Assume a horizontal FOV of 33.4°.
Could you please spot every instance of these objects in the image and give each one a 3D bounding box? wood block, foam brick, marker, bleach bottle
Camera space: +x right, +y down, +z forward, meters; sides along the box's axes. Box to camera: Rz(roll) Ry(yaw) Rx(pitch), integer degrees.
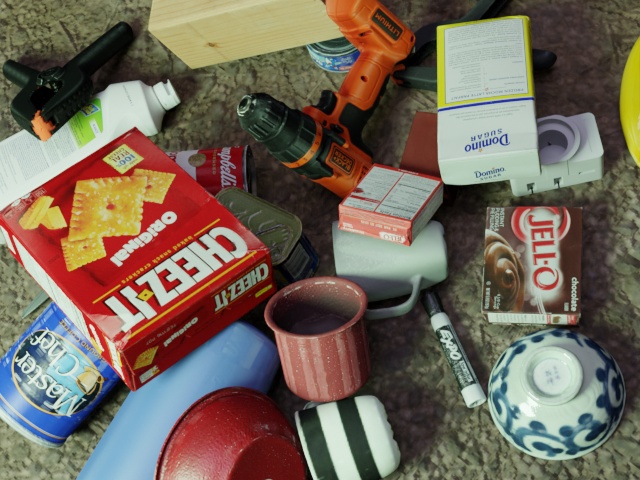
[{"bbox_3d":[-0.072,-0.260,1.148,0.206,0.090,0.090,-6,65,29],"label":"wood block"},{"bbox_3d":[0.114,-0.081,1.065,0.051,0.053,0.078,11,69,20],"label":"foam brick"},{"bbox_3d":[0.123,0.099,1.002,0.020,0.020,0.121,-25,63,4],"label":"marker"},{"bbox_3d":[-0.268,-0.100,1.179,0.251,0.068,0.103,-29,63,0],"label":"bleach bottle"}]

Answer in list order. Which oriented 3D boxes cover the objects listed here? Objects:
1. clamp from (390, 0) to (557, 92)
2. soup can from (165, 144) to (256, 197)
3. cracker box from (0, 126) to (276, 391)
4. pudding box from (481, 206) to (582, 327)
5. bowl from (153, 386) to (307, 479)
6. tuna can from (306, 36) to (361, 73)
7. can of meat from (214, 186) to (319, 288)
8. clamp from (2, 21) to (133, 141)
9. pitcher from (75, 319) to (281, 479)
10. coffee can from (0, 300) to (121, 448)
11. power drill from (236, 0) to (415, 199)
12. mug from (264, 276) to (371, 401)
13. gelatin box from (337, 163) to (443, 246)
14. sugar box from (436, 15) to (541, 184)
[{"bbox_3d":[0.157,-0.196,1.111,0.171,0.039,0.120,-30,58,8],"label":"clamp"},{"bbox_3d":[-0.121,-0.061,1.108,0.102,0.068,0.068,-4,66,6],"label":"soup can"},{"bbox_3d":[-0.170,0.009,0.977,0.164,0.072,0.214,-35,56,-22],"label":"cracker box"},{"bbox_3d":[0.200,0.023,1.001,0.090,0.039,0.113,0,67,15],"label":"pudding box"},{"bbox_3d":[-0.064,0.210,0.924,0.055,0.162,0.162,1,64,47],"label":"bowl"},{"bbox_3d":[0.024,-0.228,1.166,0.086,0.033,0.086,-6,66,13],"label":"tuna can"},{"bbox_3d":[-0.057,0.001,1.060,0.102,0.084,0.057,25,76,24],"label":"can of meat"},{"bbox_3d":[-0.286,-0.178,1.191,0.164,0.036,0.210,-21,34,3],"label":"clamp"},{"bbox_3d":[-0.124,0.191,0.982,0.145,0.149,0.242,14,67,37],"label":"pitcher"},{"bbox_3d":[-0.245,0.117,1.042,0.140,0.102,0.103,-48,63,2],"label":"coffee can"},{"bbox_3d":[0.011,-0.151,1.050,0.057,0.184,0.187,11,75,45],"label":"power drill"},{"bbox_3d":[0.000,0.085,0.976,0.093,0.081,0.117,-14,32,-5],"label":"mug"},{"bbox_3d":[0.067,-0.034,1.001,0.073,0.030,0.089,14,37,21],"label":"gelatin box"},{"bbox_3d":[0.160,-0.136,1.023,0.093,0.048,0.176,-5,57,14],"label":"sugar box"}]
